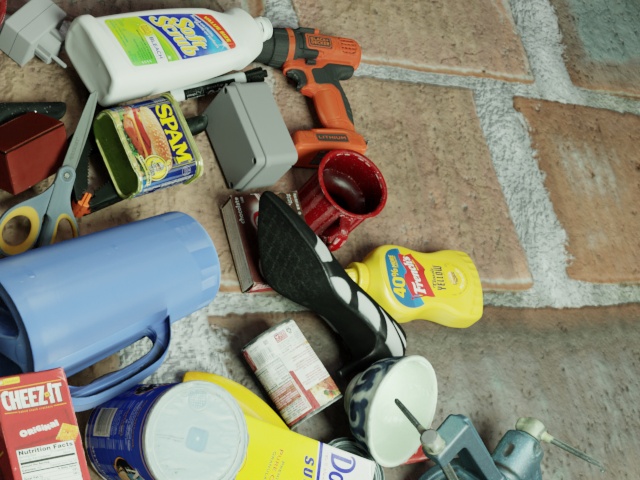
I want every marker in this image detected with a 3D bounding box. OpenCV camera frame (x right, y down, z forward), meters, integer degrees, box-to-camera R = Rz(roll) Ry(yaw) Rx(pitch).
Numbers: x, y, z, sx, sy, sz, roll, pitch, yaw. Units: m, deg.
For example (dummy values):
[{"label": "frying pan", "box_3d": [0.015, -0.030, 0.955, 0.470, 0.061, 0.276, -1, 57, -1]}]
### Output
[{"label": "marker", "box_3d": [-0.122, -0.188, 1.280, 0.121, 0.020, 0.020, -15, 72, -12]}]

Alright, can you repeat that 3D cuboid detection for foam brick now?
[{"label": "foam brick", "box_3d": [-0.309, -0.092, 1.111, 0.053, 0.051, 0.078, 23, 42, 33]}]

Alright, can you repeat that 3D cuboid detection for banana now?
[{"label": "banana", "box_3d": [-0.065, 0.206, 1.114, 0.069, 0.037, 0.198, -30, 82, -40]}]

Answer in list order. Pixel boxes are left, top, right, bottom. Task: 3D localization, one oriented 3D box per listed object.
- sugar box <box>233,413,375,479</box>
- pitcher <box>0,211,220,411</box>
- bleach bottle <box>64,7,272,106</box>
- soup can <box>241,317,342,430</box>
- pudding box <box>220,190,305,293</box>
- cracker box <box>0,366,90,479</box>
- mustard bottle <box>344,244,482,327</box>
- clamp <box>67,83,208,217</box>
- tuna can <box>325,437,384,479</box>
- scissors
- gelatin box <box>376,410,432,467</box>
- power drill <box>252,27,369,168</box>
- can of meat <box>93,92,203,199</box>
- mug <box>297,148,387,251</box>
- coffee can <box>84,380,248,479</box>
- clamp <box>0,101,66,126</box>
[{"label": "sugar box", "box_3d": [-0.040, 0.237, 1.072, 0.176, 0.048, 0.093, 20, 77, -4]}, {"label": "pitcher", "box_3d": [-0.213, 0.061, 1.048, 0.242, 0.145, 0.149, -23, 105, -40]}, {"label": "bleach bottle", "box_3d": [-0.162, -0.230, 1.235, 0.250, 0.068, 0.102, -24, 76, -39]}, {"label": "soup can", "box_3d": [-0.032, 0.143, 1.149, 0.068, 0.069, 0.102, -27, 80, -38]}, {"label": "pudding box", "box_3d": [-0.058, 0.001, 1.229, 0.089, 0.039, 0.113, -5, 68, -33]}, {"label": "cracker box", "box_3d": [-0.251, 0.237, 0.905, 0.071, 0.164, 0.214, -5, 68, -35]}, {"label": "mustard bottle", "box_3d": [0.102, 0.052, 1.286, 0.191, 0.058, 0.096, 6, 61, -28]}, {"label": "clamp", "box_3d": [-0.218, -0.107, 1.194, 0.164, 0.036, 0.210, 24, 54, -17]}, {"label": "tuna can", "box_3d": [0.026, 0.255, 1.144, 0.086, 0.034, 0.086, 14, 58, -24]}, {"label": "scissors", "box_3d": [-0.281, -0.061, 1.095, 0.096, 0.016, 0.202, 5, 86, -29]}, {"label": "gelatin box", "box_3d": [0.088, 0.209, 1.209, 0.073, 0.030, 0.089, -2, 65, -31]}, {"label": "power drill", "box_3d": [-0.022, -0.185, 1.342, 0.184, 0.057, 0.187, 1, 65, -24]}, {"label": "can of meat", "box_3d": [-0.188, -0.101, 1.152, 0.083, 0.058, 0.102, -21, 86, -39]}, {"label": "mug", "box_3d": [0.020, -0.040, 1.271, 0.093, 0.082, 0.117, 16, 57, -23]}, {"label": "coffee can", "box_3d": [-0.146, 0.184, 0.996, 0.102, 0.141, 0.103, 6, 79, -33]}, {"label": "clamp", "box_3d": [-0.365, -0.150, 1.129, 0.120, 0.039, 0.171, 49, 46, 4]}]
